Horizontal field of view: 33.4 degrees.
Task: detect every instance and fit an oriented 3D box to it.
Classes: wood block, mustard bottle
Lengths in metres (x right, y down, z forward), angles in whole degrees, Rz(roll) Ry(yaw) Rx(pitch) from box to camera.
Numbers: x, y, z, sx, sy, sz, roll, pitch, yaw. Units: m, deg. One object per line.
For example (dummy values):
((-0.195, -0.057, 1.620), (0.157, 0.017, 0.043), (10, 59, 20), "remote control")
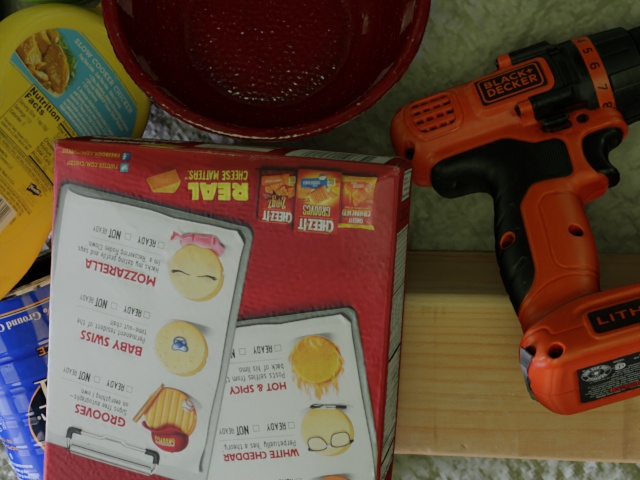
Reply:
((0.107, 0.060, 0.575), (0.206, 0.090, 0.091), (1, 105, 9), "wood block")
((-0.143, -0.065, 0.552), (0.058, 0.191, 0.096), (10, 144, 48), "mustard bottle")

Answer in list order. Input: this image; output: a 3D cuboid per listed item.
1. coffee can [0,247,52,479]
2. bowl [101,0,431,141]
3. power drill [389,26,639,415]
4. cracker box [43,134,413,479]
((-0.141, 0.080, 0.612), (0.103, 0.102, 0.140), (-17, 103, 13), "coffee can")
((-0.027, -0.119, 0.542), (0.162, 0.055, 0.162), (0, 77, -1), "bowl")
((0.139, -0.022, 0.509), (0.184, 0.188, 0.057), (-20, 142, 7), "power drill")
((-0.044, 0.061, 0.515), (0.164, 0.072, 0.214), (5, 98, 12), "cracker box")
